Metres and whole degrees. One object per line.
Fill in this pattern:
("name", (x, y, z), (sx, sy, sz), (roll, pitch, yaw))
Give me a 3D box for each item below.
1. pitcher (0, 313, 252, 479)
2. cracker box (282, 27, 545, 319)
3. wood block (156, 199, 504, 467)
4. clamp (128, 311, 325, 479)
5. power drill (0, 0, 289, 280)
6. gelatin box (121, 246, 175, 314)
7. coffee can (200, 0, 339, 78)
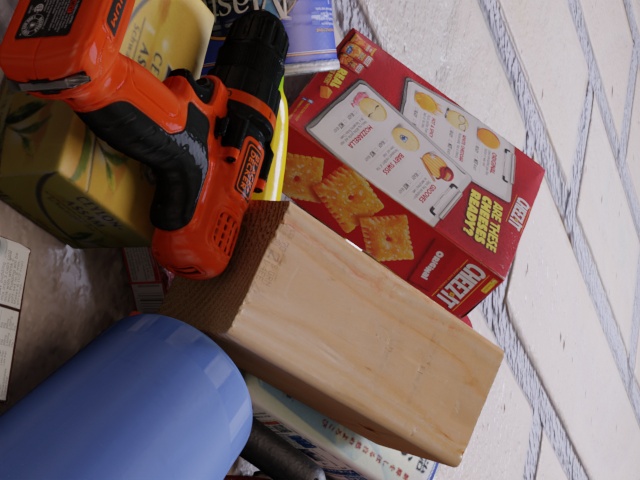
("pitcher", (-0.137, 0.150, 0.549), (0.145, 0.149, 0.242), (64, 35, -17))
("cracker box", (0.069, -0.059, 0.889), (0.213, 0.072, 0.164), (36, 43, -4))
("wood block", (0.010, 0.062, 0.693), (0.205, 0.091, 0.090), (35, 72, -33))
("clamp", (-0.069, 0.113, 0.696), (0.171, 0.120, 0.039), (55, 52, -40))
("power drill", (-0.082, -0.095, 0.592), (0.187, 0.057, 0.184), (48, 48, -50))
("gelatin box", (-0.100, 0.010, 0.728), (0.073, 0.030, 0.089), (-39, 123, -58))
("coffee can", (-0.045, -0.187, 0.769), (0.102, 0.103, 0.140), (-22, 107, -61))
